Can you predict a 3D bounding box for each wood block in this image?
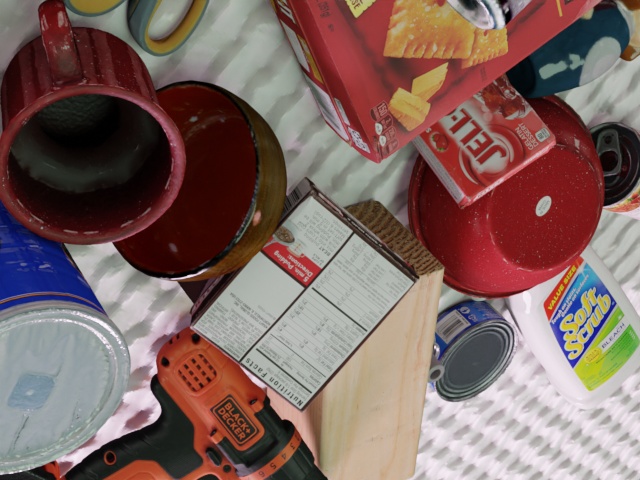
[{"bbox_3d":[0.019,0.087,0.775,0.090,0.091,0.206,-17,132,-24],"label":"wood block"}]

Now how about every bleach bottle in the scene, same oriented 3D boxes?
[{"bbox_3d":[0.196,0.049,0.897,0.102,0.068,0.250,-44,135,3],"label":"bleach bottle"}]

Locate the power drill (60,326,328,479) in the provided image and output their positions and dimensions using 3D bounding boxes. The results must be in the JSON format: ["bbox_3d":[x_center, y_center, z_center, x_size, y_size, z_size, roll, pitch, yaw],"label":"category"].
[{"bbox_3d":[-0.098,0.178,0.735,0.187,0.057,0.184,-37,99,-4],"label":"power drill"}]

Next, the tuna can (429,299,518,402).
[{"bbox_3d":[0.122,0.092,0.895,0.086,0.034,0.086,-19,132,-23],"label":"tuna can"}]

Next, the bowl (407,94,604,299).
[{"bbox_3d":[0.146,-0.028,0.762,0.161,0.055,0.162,-6,106,-21],"label":"bowl"}]

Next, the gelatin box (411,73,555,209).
[{"bbox_3d":[0.099,-0.077,0.705,0.073,0.089,0.030,-34,172,-8],"label":"gelatin box"}]

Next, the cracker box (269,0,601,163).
[{"bbox_3d":[0.077,-0.169,0.627,0.213,0.072,0.164,-36,137,-8],"label":"cracker box"}]

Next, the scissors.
[{"bbox_3d":[-0.077,-0.189,0.540,0.096,0.016,0.202,-3,125,-34],"label":"scissors"}]

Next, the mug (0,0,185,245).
[{"bbox_3d":[-0.124,-0.067,0.545,0.093,0.081,0.117,-16,130,-7],"label":"mug"}]

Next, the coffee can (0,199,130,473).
[{"bbox_3d":[-0.173,0.036,0.558,0.102,0.140,0.103,-19,132,-23],"label":"coffee can"}]

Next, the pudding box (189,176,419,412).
[{"bbox_3d":[-0.011,0.033,0.643,0.090,0.039,0.113,40,99,-13],"label":"pudding box"}]
